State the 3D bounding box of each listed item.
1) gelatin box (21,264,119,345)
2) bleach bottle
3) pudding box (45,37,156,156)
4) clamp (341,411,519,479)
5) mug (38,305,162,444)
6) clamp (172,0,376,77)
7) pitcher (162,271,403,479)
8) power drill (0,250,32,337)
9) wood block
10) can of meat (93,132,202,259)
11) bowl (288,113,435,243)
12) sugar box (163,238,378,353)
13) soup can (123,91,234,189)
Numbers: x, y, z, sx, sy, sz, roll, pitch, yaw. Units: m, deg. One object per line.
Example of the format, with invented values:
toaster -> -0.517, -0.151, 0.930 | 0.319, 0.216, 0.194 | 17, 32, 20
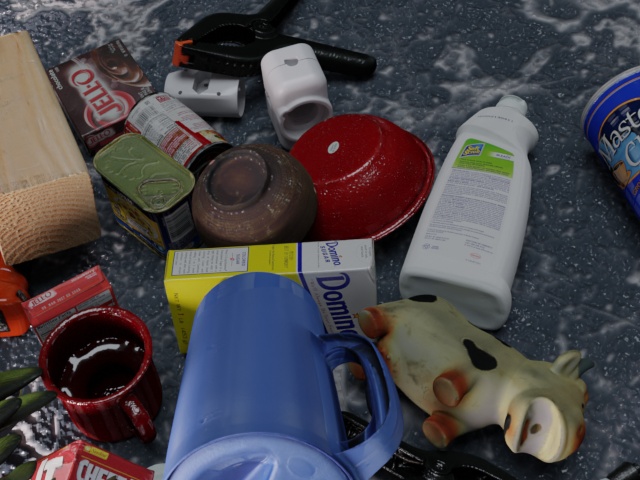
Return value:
gelatin box -> -0.210, 0.070, 0.922 | 0.073, 0.089, 0.030 | -28, 56, -15
bleach bottle -> 0.155, -0.040, 0.990 | 0.103, 0.068, 0.250 | 15, 54, 16
pudding box -> -0.226, -0.152, 1.122 | 0.090, 0.039, 0.114 | -27, 55, -14
clamp -> 0.079, 0.189, 0.808 | 0.171, 0.039, 0.120 | 15, 31, 4
mug -> -0.171, 0.122, 0.884 | 0.093, 0.081, 0.117 | -36, 58, -20
clamp -> -0.054, -0.206, 1.120 | 0.209, 0.036, 0.165 | -22, 53, -35
pitcher -> -0.036, 0.120, 0.784 | 0.149, 0.145, 0.243 | 13, 26, -10
power drill -> -0.331, 0.002, 1.004 | 0.184, 0.057, 0.187 | -4, 53, 2
wood block -> -0.279, -0.089, 0.984 | 0.090, 0.091, 0.206 | -18, 52, -17
can of meat -> -0.158, -0.039, 1.002 | 0.102, 0.084, 0.057 | 36, 63, 27
bowl -> 0.023, -0.068, 0.998 | 0.162, 0.055, 0.162 | -15, 44, 14
sugar box -> -0.039, 0.049, 0.917 | 0.176, 0.093, 0.048 | -2, 42, 4
soup can -> -0.139, -0.094, 1.052 | 0.068, 0.068, 0.102 | -37, 58, -21
